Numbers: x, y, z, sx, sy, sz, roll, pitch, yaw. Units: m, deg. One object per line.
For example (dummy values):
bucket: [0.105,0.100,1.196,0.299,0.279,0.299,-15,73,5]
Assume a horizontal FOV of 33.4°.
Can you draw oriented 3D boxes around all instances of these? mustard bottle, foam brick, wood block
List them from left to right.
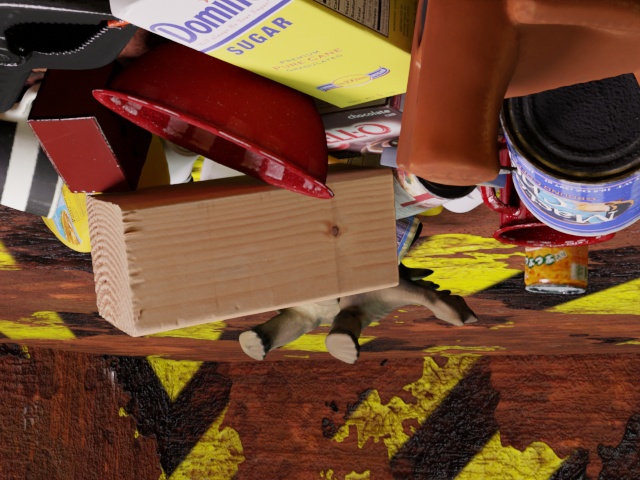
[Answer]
mustard bottle: [-0.187,-0.040,0.869,0.058,0.096,0.192,-15,180,-33]
foam brick: [-0.155,-0.075,0.727,0.051,0.053,0.078,-1,143,15]
wood block: [-0.055,0.001,0.776,0.205,0.091,0.090,-9,-169,-26]

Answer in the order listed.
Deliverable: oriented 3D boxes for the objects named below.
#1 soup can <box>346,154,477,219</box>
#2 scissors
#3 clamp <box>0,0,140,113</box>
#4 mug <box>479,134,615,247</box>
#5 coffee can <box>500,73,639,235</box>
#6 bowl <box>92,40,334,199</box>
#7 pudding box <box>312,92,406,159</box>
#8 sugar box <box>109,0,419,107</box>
soup can: [0.070,-0.055,0.822,0.068,0.068,0.102,7,168,-25]
scissors: [0.077,-0.048,0.672,0.096,0.016,0.201,11,-177,11]
clamp: [-0.178,-0.118,0.618,0.210,0.036,0.164,-2,165,26]
mug: [0.170,-0.044,0.826,0.117,0.081,0.093,7,168,-27]
coffee can: [0.165,-0.066,0.654,0.103,0.103,0.140,-1,169,13]
bowl: [-0.057,-0.082,0.665,0.162,0.055,0.162,22,176,1]
pudding box: [0.028,-0.088,0.734,0.114,0.039,0.089,-7,166,39]
sugar box: [-0.014,-0.119,0.565,0.094,0.048,0.175,-8,166,44]
